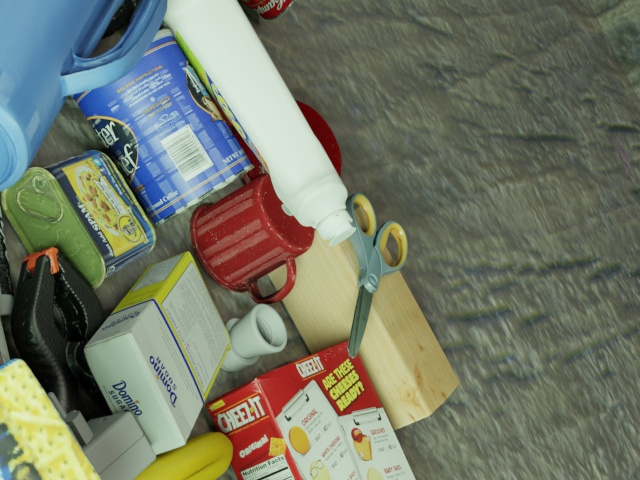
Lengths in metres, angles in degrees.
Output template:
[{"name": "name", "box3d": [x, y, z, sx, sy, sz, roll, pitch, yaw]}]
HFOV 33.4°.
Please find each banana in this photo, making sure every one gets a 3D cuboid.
[{"name": "banana", "box3d": [-0.111, 0.171, 0.774, 0.197, 0.070, 0.037, -17, 83, -59]}]

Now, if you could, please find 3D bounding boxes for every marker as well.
[{"name": "marker", "box3d": [-0.237, 0.002, 0.774, 0.020, 0.020, 0.121, 16, 53, -51]}]

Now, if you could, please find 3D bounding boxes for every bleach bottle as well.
[{"name": "bleach bottle", "box3d": [-0.047, -0.108, 0.935, 0.251, 0.068, 0.102, 57, -7, 13]}]

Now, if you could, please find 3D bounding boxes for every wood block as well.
[{"name": "wood block", "box3d": [0.041, 0.081, 1.057, 0.206, 0.091, 0.090, 61, 30, 1]}]

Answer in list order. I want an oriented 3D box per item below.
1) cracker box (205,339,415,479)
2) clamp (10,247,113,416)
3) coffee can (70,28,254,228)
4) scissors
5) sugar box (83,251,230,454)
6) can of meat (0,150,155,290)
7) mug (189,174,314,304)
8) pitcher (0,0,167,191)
[{"name": "cracker box", "box3d": [0.009, 0.209, 0.922, 0.163, 0.072, 0.214, -12, 75, -59]}, {"name": "clamp", "box3d": [-0.181, 0.093, 0.753, 0.171, 0.039, 0.120, 67, 25, -6]}, {"name": "coffee can", "box3d": [-0.137, -0.096, 0.924, 0.140, 0.103, 0.102, 58, 30, -6]}, {"name": "scissors", "box3d": [0.035, 0.021, 0.991, 0.096, 0.016, 0.201, 54, 32, -9]}, {"name": "sugar box", "box3d": [-0.118, 0.081, 0.807, 0.176, 0.048, 0.093, -64, 132, -70]}, {"name": "can of meat", "box3d": [-0.185, -0.016, 0.831, 0.102, 0.058, 0.083, 60, 28, -4]}, {"name": "mug", "box3d": [-0.056, 0.001, 0.985, 0.093, 0.082, 0.117, 8, 59, -54]}, {"name": "pitcher", "box3d": [-0.225, -0.150, 0.802, 0.145, 0.149, 0.242, 42, 39, -29]}]
